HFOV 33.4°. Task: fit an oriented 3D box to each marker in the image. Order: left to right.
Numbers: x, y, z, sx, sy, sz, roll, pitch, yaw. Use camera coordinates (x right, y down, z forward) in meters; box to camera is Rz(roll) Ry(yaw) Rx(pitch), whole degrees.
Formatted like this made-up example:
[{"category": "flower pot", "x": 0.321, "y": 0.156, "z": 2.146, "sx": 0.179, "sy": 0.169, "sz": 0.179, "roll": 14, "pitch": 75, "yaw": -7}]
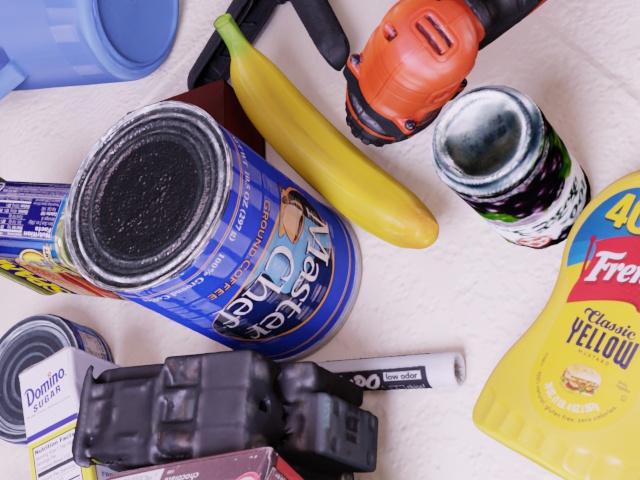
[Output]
[{"category": "marker", "x": 0.019, "y": 0.073, "z": 0.582, "sx": 0.121, "sy": 0.020, "sz": 0.020, "roll": -7, "pitch": 66, "yaw": 29}]

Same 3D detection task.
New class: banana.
[{"category": "banana", "x": 0.001, "y": -0.051, "z": 0.616, "sx": 0.037, "sy": 0.069, "sz": 0.198, "roll": -44, "pitch": 64, "yaw": -1}]

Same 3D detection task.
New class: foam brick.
[{"category": "foam brick", "x": -0.080, "y": -0.059, "z": 0.678, "sx": 0.078, "sy": 0.051, "sz": 0.053, "roll": -16, "pitch": 62, "yaw": 25}]

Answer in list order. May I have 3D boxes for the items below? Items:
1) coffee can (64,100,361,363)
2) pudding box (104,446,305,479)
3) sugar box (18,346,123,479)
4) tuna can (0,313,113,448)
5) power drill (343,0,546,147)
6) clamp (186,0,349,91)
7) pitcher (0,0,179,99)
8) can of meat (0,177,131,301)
[{"category": "coffee can", "x": -0.054, "y": 0.001, "z": 0.582, "sx": 0.103, "sy": 0.140, "sz": 0.103, "roll": -12, "pitch": 64, "yaw": 26}, {"category": "pudding box", "x": -0.042, "y": 0.140, "z": 0.492, "sx": 0.114, "sy": 0.090, "sz": 0.039, "roll": -16, "pitch": 37, "yaw": 37}, {"category": "sugar box", "x": -0.110, "y": 0.153, "z": 0.581, "sx": 0.048, "sy": 0.093, "sz": 0.176, "roll": -30, "pitch": 57, "yaw": 16}, {"category": "tuna can", "x": -0.176, "y": 0.091, "z": 0.683, "sx": 0.086, "sy": 0.033, "sz": 0.086, "roll": -12, "pitch": 64, "yaw": 26}, {"category": "power drill", "x": 0.093, "y": -0.123, "z": 0.559, "sx": 0.187, "sy": 0.184, "sz": 0.057, "roll": -41, "pitch": 91, "yaw": -7}, {"category": "clamp", "x": -0.019, "y": -0.169, "z": 0.696, "sx": 0.120, "sy": 0.039, "sz": 0.171, "roll": 4, "pitch": 72, "yaw": 31}, {"category": "pitcher", "x": -0.230, "y": -0.159, "z": 0.766, "sx": 0.243, "sy": 0.144, "sz": 0.149, "roll": 4, "pitch": 104, "yaw": 29}, {"category": "can of meat", "x": -0.159, "y": 0.000, "z": 0.671, "sx": 0.084, "sy": 0.102, "sz": 0.057, "roll": 4, "pitch": 71, "yaw": 30}]
